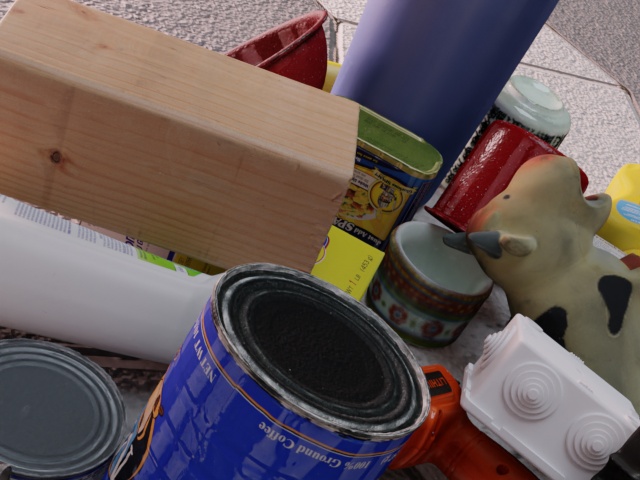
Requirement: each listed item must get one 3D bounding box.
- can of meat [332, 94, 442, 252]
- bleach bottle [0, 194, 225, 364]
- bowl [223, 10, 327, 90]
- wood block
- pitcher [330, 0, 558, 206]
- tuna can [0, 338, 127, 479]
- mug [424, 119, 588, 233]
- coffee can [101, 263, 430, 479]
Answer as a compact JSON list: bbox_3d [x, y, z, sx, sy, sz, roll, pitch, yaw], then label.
[{"bbox_3d":[0.027,-0.044,0.766,0.102,0.084,0.057,29,33,3],"label":"can of meat"},{"bbox_3d":[-0.113,0.028,0.570,0.250,0.068,0.103,19,6,-15],"label":"bleach bottle"},{"bbox_3d":[-0.054,-0.102,0.767,0.055,0.162,0.162,60,28,-17],"label":"bowl"},{"bbox_3d":[-0.090,-0.058,0.618,0.206,0.091,0.090,19,34,-8],"label":"wood block"},{"bbox_3d":[0.092,-0.147,0.808,0.149,0.243,0.145,13,35,-21],"label":"pitcher"},{"bbox_3d":[-0.138,0.089,0.510,0.086,0.034,0.086,18,34,-13],"label":"tuna can"},{"bbox_3d":[0.132,-0.032,0.760,0.093,0.081,0.117,33,2,-8],"label":"mug"},{"bbox_3d":[-0.032,0.095,0.464,0.102,0.140,0.103,26,25,-14],"label":"coffee can"}]
